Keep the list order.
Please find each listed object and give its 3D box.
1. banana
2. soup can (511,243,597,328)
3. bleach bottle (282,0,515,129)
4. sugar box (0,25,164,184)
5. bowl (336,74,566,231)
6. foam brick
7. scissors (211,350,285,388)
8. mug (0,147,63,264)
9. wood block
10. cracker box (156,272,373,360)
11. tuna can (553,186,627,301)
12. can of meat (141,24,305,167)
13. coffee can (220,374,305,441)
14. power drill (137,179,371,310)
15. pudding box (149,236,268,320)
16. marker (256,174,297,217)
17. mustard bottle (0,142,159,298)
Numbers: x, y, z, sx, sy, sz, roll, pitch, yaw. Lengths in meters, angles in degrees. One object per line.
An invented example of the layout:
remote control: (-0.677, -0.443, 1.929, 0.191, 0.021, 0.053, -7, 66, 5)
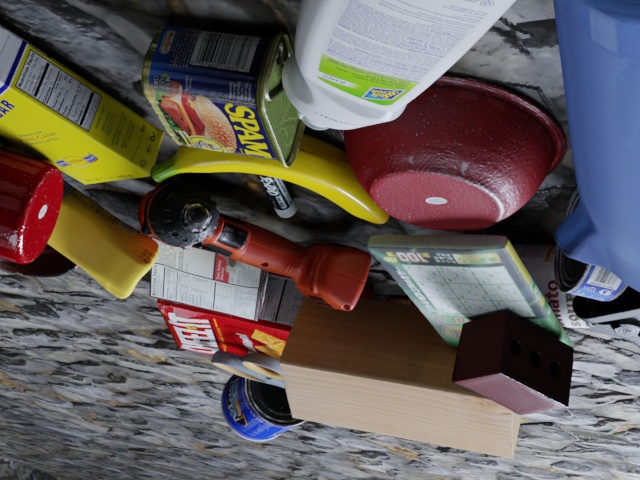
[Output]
banana: (-0.022, -0.053, 0.792, 0.197, 0.037, 0.070, 12, 152, -24)
soup can: (0.175, 0.037, 0.877, 0.102, 0.068, 0.068, 1, 156, 28)
bleach bottle: (0.027, -0.120, 0.580, 0.102, 0.068, 0.251, 18, 161, -12)
sugar box: (-0.211, -0.100, 0.787, 0.094, 0.048, 0.176, -4, 155, 44)
bowl: (0.084, -0.049, 0.732, 0.162, 0.055, 0.162, 11, 158, 4)
foam brick: (0.151, 0.097, 0.833, 0.078, 0.053, 0.051, 27, 151, -27)
scissors: (-0.020, 0.156, 1.163, 0.201, 0.016, 0.096, 21, 160, -18)
mug: (-0.253, -0.024, 0.834, 0.081, 0.093, 0.117, 17, 144, 3)
wood block: (0.078, 0.118, 0.962, 0.206, 0.090, 0.091, 7, 137, 17)
cracker box: (-0.055, 0.088, 1.135, 0.214, 0.072, 0.164, 12, 158, 6)
tuna can: (0.195, -0.001, 0.745, 0.033, 0.086, 0.086, 13, 159, -5)
can of meat: (-0.061, -0.096, 0.699, 0.084, 0.057, 0.102, 10, 159, 14)
coffee can: (-0.064, 0.199, 1.377, 0.102, 0.103, 0.140, 18, 158, -12)
power drill: (-0.056, 0.001, 0.884, 0.187, 0.057, 0.185, 23, 177, -17)
pudding box: (-0.106, 0.025, 1.016, 0.113, 0.039, 0.090, 14, 137, 3)
marker: (-0.041, -0.051, 0.848, 0.020, 0.020, 0.121, 7, 158, 16)
mustard bottle: (-0.232, -0.028, 0.924, 0.191, 0.058, 0.096, 37, -175, -11)
